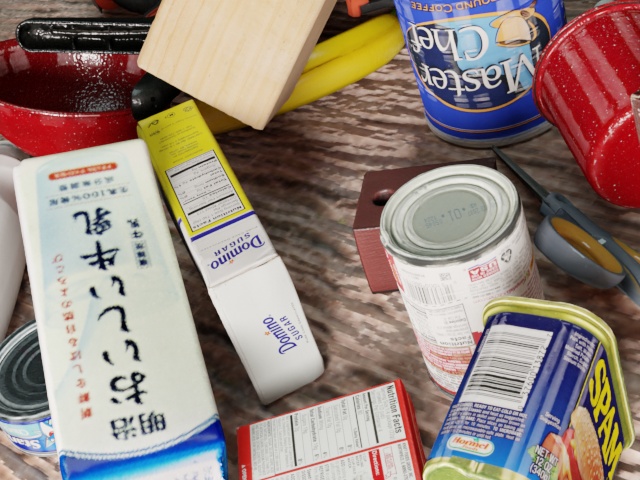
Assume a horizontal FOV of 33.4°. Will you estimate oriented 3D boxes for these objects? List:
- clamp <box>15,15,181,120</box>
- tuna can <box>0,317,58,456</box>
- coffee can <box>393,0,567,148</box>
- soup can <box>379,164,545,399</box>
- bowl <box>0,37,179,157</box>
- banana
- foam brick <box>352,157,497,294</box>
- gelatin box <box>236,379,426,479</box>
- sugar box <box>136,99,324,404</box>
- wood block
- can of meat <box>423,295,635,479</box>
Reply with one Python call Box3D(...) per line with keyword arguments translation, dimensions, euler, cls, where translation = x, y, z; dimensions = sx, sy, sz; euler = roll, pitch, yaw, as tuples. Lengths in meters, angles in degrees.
Box3D(translation=(-0.095, -0.143, 0.783), dimensions=(0.209, 0.036, 0.165), euler=(-18, 38, -31), cls="clamp")
Box3D(translation=(-0.149, 0.079, 0.611), dimensions=(0.086, 0.033, 0.086), euler=(-13, 40, 11), cls="tuna can")
Box3D(translation=(0.099, -0.143, 0.662), dimensions=(0.103, 0.140, 0.103), euler=(-13, 40, 11), cls="coffee can")
Box3D(translation=(0.073, 0.022, 0.518), dimensions=(0.068, 0.102, 0.068), euler=(-13, 40, 11), cls="soup can")
Box3D(translation=(-0.180, -0.100, 0.785), dimensions=(0.162, 0.055, 0.162), euler=(6, 29, -3), cls="bowl")
Box3D(translation=(-0.013, -0.118, 0.772), dimensions=(0.197, 0.037, 0.070), euler=(-26, 10, -9), cls="banana")
Box3D(translation=(0.063, -0.008, 0.597), dimensions=(0.078, 0.051, 0.053), euler=(-6, 42, 19), cls="foam brick")
Box3D(translation=(0.006, 0.112, 0.505), dimensions=(0.089, 0.030, 0.073), euler=(-17, 38, 6), cls="gelatin box")
Box3D(translation=(-0.054, 0.001, 0.609), dimensions=(0.048, 0.093, 0.176), euler=(-27, 40, -8), cls="sugar box")
Box3D(translation=(-0.023, -0.185, 0.650), dimensions=(0.090, 0.206, 0.090), euler=(28, 24, 0), cls="wood block")
Box3D(translation=(0.087, 0.088, 0.440), dimensions=(0.058, 0.102, 0.083), euler=(7, 50, 31), cls="can of meat")
